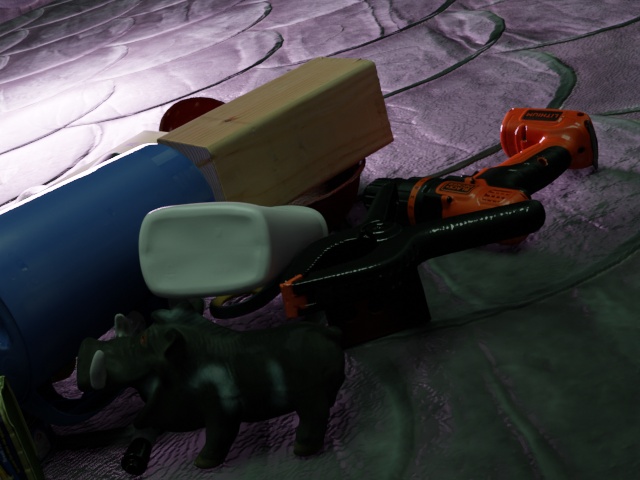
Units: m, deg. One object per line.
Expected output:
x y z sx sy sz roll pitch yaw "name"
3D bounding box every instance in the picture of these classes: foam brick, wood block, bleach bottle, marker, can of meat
0.039 0.042 0.845 0.078 0.053 0.051 -18 23 -1 "foam brick"
-0.040 -0.096 1.023 0.205 0.090 0.091 -32 28 -31 "wood block"
-0.056 0.001 0.871 0.103 0.068 0.250 -4 2 12 "bleach bottle"
-0.126 0.134 0.797 0.020 0.020 0.121 -12 24 11 "marker"
-0.243 0.152 0.736 0.084 0.102 0.057 -19 24 -9 "can of meat"

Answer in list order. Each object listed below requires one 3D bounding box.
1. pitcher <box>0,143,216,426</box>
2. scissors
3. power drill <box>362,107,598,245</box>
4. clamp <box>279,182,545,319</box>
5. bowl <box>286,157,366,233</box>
-0.186 0.023 0.843 0.145 0.149 0.242 15 34 31 "pitcher"
-0.016 0.033 0.953 0.202 0.016 0.096 -9 26 19 "scissors"
0.155 -0.061 0.995 0.185 0.057 0.187 14 41 45 "power drill"
0.057 0.005 0.801 0.165 0.036 0.209 5 26 41 "clamp"
-0.026 -0.037 1.067 0.162 0.055 0.162 -15 23 6 "bowl"
